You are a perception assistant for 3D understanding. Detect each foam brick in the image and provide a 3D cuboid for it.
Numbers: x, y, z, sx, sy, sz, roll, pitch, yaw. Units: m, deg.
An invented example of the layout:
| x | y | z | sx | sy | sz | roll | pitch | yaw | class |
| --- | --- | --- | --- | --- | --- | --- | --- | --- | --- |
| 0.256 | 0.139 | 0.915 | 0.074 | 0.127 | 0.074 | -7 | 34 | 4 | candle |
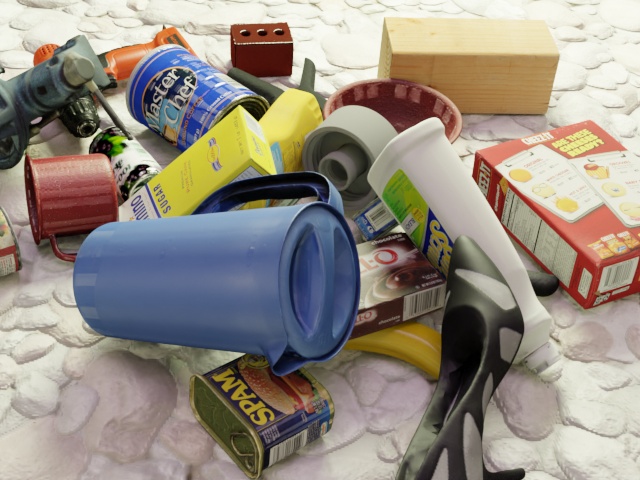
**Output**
| x | y | z | sx | sy | sz | roll | pitch | yaw | class |
| --- | --- | --- | --- | --- | --- | --- | --- | --- | --- |
| -0.076 | -0.246 | 1.374 | 0.078 | 0.051 | 0.053 | -4 | 41 | -10 | foam brick |

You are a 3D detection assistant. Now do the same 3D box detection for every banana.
| x | y | z | sx | sy | sz | roll | pitch | yaw | class |
| --- | --- | --- | --- | --- | --- | --- | --- | --- | --- |
| 0.048 | 0.096 | 0.994 | 0.198 | 0.037 | 0.069 | 13 | 40 | 10 | banana |

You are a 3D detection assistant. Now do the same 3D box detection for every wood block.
| x | y | z | sx | sy | sz | roll | pitch | yaw | class |
| --- | --- | --- | --- | --- | --- | --- | --- | --- | --- |
| 0.181 | -0.218 | 1.335 | 0.206 | 0.091 | 0.090 | 0 | 41 | -5 | wood block |

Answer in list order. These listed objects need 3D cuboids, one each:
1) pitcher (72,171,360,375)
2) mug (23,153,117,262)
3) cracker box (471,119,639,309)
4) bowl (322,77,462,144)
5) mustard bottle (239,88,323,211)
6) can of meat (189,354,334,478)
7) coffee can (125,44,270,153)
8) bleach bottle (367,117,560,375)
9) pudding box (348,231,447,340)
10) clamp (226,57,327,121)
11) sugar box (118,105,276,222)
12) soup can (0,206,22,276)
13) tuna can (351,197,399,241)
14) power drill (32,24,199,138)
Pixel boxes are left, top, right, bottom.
| x | y | z | sx | sy | sz | roll | pitch | yaw | class |
| --- | --- | --- | --- | --- | --- | --- | --- | --- | --- |
| -0.093 | 0.026 | 0.941 | 0.243 | 0.145 | 0.149 | 0 | 16 | 31 | pitcher |
| -0.253 | -0.035 | 1.092 | 0.081 | 0.093 | 0.117 | -7 | 72 | -21 | mug |
| 0.286 | -0.032 | 1.141 | 0.164 | 0.072 | 0.214 | -16 | 43 | -23 | cracker box |
| 0.082 | -0.124 | 1.242 | 0.162 | 0.055 | 0.162 | 2 | 40 | -2 | bowl |
| -0.063 | -0.079 | 1.145 | 0.058 | 0.096 | 0.191 | 19 | 43 | 18 | mustard bottle |
| -0.050 | 0.142 | 0.917 | 0.083 | 0.057 | 0.102 | -24 | 47 | -32 | can of meat |
| -0.139 | -0.149 | 1.215 | 0.140 | 0.103 | 0.102 | 35 | 49 | 31 | coffee can |
| 0.145 | 0.013 | 1.005 | 0.068 | 0.103 | 0.251 | -29 | 78 | -24 | bleach bottle |
| 0.048 | 0.042 | 1.000 | 0.113 | 0.039 | 0.090 | -14 | 39 | -21 | pudding box |
| -0.041 | -0.168 | 1.295 | 0.120 | 0.039 | 0.171 | -11 | 43 | -15 | clamp |
| -0.126 | -0.046 | 1.059 | 0.176 | 0.048 | 0.093 | -36 | 39 | 17 | sugar box |
| -0.350 | 0.013 | 1.034 | 0.102 | 0.068 | 0.069 | -20 | 46 | -25 | soup can |
| 0.076 | -0.033 | 1.111 | 0.086 | 0.086 | 0.034 | -32 | 86 | -35 | tuna can |
| -0.242 | -0.196 | 1.296 | 0.187 | 0.057 | 0.185 | -15 | 44 | -21 | power drill |
